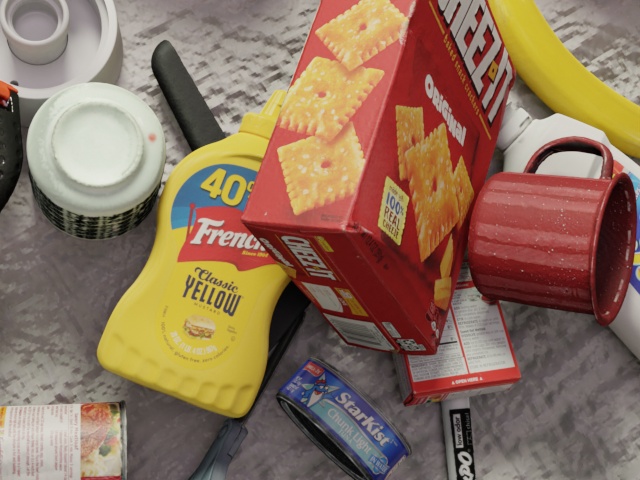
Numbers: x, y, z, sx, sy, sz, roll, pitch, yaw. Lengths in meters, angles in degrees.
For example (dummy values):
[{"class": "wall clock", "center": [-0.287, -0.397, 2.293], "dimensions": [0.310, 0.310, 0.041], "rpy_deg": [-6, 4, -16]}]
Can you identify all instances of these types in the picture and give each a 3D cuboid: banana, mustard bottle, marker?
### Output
[{"class": "banana", "center": [0.179, -0.119, 0.750], "dimensions": [0.069, 0.037, 0.198], "rpy_deg": [-40, 90, -15]}, {"class": "mustard bottle", "center": [-0.054, 0.001, 0.634], "dimensions": [0.096, 0.058, 0.191], "rpy_deg": [23, 84, -9]}, {"class": "marker", "center": [0.092, 0.155, 0.694], "dimensions": [0.020, 0.020, 0.121], "rpy_deg": [-2, 81, -12]}]

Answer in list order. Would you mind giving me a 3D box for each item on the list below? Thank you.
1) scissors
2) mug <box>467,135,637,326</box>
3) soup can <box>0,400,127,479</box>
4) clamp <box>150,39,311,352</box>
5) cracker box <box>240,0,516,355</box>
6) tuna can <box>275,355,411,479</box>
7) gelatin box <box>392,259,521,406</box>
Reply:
[{"class": "scissors", "center": [-0.053, 0.126, 0.634], "dimensions": [0.016, 0.096, 0.201], "rpy_deg": [37, 78, -14]}, {"class": "mug", "center": [0.145, -0.011, 0.660], "dimensions": [0.082, 0.093, 0.117], "rpy_deg": [8, 76, 30]}, {"class": "soup can", "center": [-0.164, 0.129, 0.620], "dimensions": [0.102, 0.068, 0.068], "rpy_deg": [0, 80, -12]}, {"class": "clamp", "center": [-0.027, -0.024, 0.690], "dimensions": [0.164, 0.036, 0.210], "rpy_deg": [1, 82, -11]}, {"class": "cracker box", "center": [0.046, -0.060, 0.629], "dimensions": [0.072, 0.164, 0.213], "rpy_deg": [7, 65, 28]}, {"class": "tuna can", "center": [0.013, 0.112, 0.650], "dimensions": [0.086, 0.086, 0.033], "rpy_deg": [45, 76, -1]}, {"class": "gelatin box", "center": [0.081, 0.058, 0.694], "dimensions": [0.073, 0.030, 0.089], "rpy_deg": [-7, 65, -13]}]
